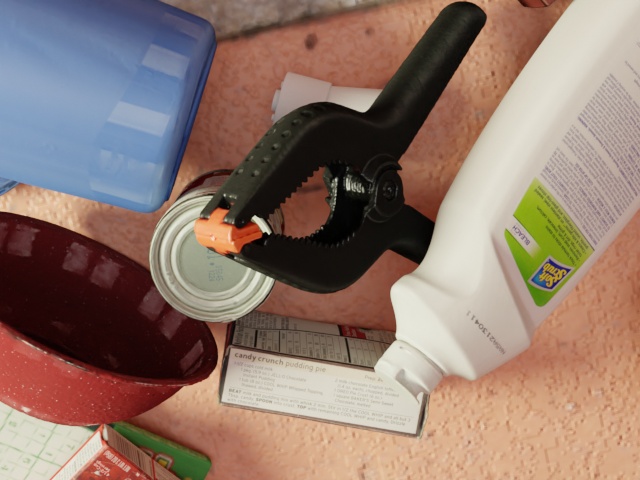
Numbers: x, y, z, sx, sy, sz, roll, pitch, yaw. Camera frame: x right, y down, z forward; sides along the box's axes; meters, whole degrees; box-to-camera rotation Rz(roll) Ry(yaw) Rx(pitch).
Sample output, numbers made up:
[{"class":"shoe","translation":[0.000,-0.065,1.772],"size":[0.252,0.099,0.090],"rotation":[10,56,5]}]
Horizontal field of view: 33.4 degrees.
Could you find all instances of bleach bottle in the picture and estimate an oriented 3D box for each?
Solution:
[{"class":"bleach bottle","translation":[0.111,-0.026,0.555],"size":[0.102,0.068,0.250],"rotation":[45,78,-23]}]

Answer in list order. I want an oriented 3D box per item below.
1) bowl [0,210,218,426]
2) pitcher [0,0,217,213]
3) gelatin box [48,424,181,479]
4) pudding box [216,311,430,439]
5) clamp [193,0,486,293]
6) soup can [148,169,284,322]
[{"class":"bowl","translation":[-0.137,0.048,0.559],"size":[0.162,0.162,0.055],"rotation":[28,103,-6]},{"class":"pitcher","translation":[-0.185,-0.090,0.557],"size":[0.242,0.149,0.145],"rotation":[17,82,-7]},{"class":"gelatin box","translation":[-0.116,0.161,0.617],"size":[0.073,0.030,0.089],"rotation":[-45,114,3]},{"class":"pudding box","translation":[0.000,0.073,0.599],"size":[0.113,0.090,0.039],"rotation":[8,99,-3]},{"class":"clamp","translation":[0.027,-0.020,0.551],"size":[0.209,0.036,0.164],"rotation":[-29,116,-39]},{"class":"soup can","translation":[-0.054,0.001,0.579],"size":[0.068,0.102,0.068],"rotation":[0,100,-1]}]
